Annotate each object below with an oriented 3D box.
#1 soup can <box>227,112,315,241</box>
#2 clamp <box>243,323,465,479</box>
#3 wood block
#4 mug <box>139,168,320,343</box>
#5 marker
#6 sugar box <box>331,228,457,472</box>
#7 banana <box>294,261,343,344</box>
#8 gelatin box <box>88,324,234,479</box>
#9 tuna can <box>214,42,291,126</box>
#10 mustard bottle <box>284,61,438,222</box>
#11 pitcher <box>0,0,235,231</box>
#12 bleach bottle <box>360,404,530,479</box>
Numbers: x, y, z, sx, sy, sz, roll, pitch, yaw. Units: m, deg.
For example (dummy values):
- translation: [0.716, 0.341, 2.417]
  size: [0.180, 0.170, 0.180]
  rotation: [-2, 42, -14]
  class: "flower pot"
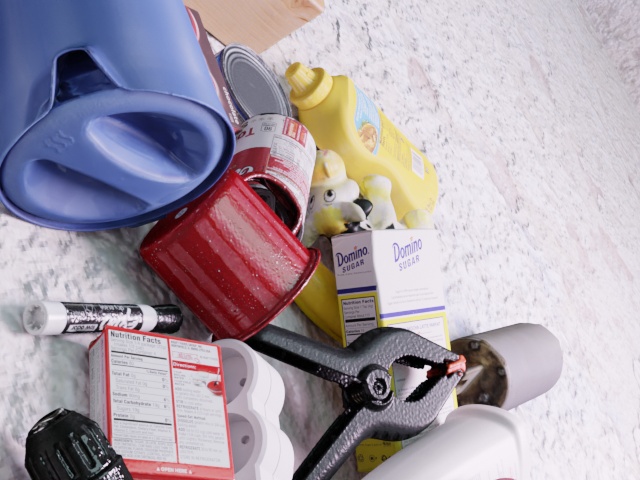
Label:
- translation: [-0.041, -0.041, 0.789]
  size: [0.068, 0.069, 0.102]
  rotation: [47, 29, -26]
  class: "soup can"
- translation: [0.027, 0.112, 0.723]
  size: [0.171, 0.039, 0.120]
  rotation: [0, 83, -29]
  class: "clamp"
- translation: [-0.097, -0.249, 0.864]
  size: [0.205, 0.091, 0.090]
  rotation: [33, 38, -44]
  class: "wood block"
- translation: [-0.055, 0.001, 0.689]
  size: [0.081, 0.093, 0.117]
  rotation: [48, 56, -15]
  class: "mug"
- translation: [-0.121, 0.045, 0.617]
  size: [0.120, 0.020, 0.020]
  rotation: [7, 58, -59]
  class: "marker"
- translation: [0.058, 0.080, 0.809]
  size: [0.093, 0.048, 0.176]
  rotation: [-1, 81, -53]
  class: "sugar box"
- translation: [0.026, 0.055, 0.848]
  size: [0.197, 0.037, 0.069]
  rotation: [42, 34, -34]
  class: "banana"
- translation: [-0.090, 0.095, 0.590]
  size: [0.073, 0.030, 0.089]
  rotation: [13, 50, -30]
  class: "gelatin box"
- translation: [-0.062, -0.114, 0.860]
  size: [0.086, 0.034, 0.086]
  rotation: [41, 33, -35]
  class: "tuna can"
- translation: [0.034, -0.096, 0.986]
  size: [0.191, 0.058, 0.096]
  rotation: [43, 33, -33]
  class: "mustard bottle"
- translation: [-0.143, -0.131, 0.647]
  size: [0.144, 0.149, 0.243]
  rotation: [7, 54, -41]
  class: "pitcher"
- translation: [0.049, 0.186, 0.690]
  size: [0.250, 0.068, 0.102]
  rotation: [-12, 101, -50]
  class: "bleach bottle"
